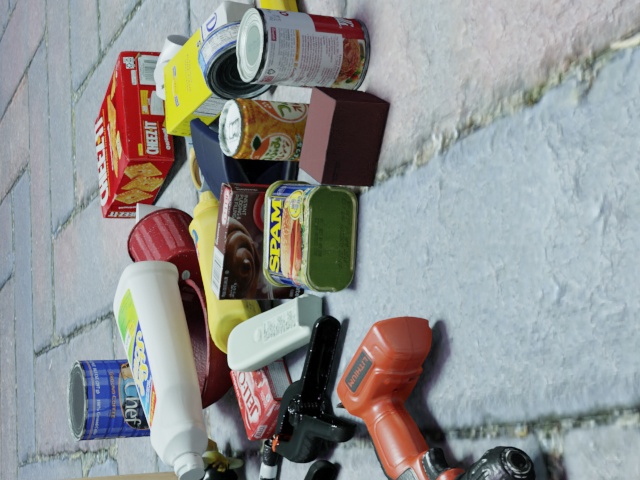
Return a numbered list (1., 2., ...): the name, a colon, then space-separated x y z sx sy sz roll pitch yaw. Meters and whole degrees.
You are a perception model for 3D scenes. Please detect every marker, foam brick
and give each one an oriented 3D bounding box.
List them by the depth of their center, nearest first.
1. foam brick: 0.019 -0.091 0.934 0.051 0.052 0.078 -136 53 -57
2. marker: -0.058 0.261 1.116 0.020 0.020 0.121 -140 56 -59

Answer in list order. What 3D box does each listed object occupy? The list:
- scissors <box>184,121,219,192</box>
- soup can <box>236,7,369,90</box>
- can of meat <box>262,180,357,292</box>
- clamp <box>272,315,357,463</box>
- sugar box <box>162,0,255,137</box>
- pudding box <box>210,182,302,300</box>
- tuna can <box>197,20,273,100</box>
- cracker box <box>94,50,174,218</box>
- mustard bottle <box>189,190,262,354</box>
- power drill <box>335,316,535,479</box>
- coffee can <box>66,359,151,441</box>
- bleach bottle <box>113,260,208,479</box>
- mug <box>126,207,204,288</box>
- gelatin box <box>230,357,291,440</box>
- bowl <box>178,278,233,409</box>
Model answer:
1. scissors: -0.159 -0.148 1.351 0.096 0.016 0.202 -60 38 42
2. soup can: -0.017 -0.170 0.955 0.069 0.102 0.068 -179 90 -65
3. can of meat: -0.009 -0.004 0.986 0.084 0.057 0.102 9 97 61
4. clamp: -0.009 0.148 1.000 0.172 0.039 0.120 131 145 -56
5. sugar box: -0.129 -0.196 1.240 0.177 0.048 0.093 -34 58 55
6. pudding box: -0.057 0.001 1.046 0.039 0.089 0.113 -137 52 -60
7. tuna can: -0.083 -0.186 1.112 0.086 0.086 0.034 -62 38 43
8. cracker box: -0.264 -0.142 1.492 0.214 0.072 0.164 135 131 -61
9. mustard bottle: -0.107 0.024 1.171 0.096 0.058 0.191 74 180 -56
10. power drill: 0.079 0.151 0.791 0.185 0.057 0.188 117 144 -42
11. coffee can: -0.245 0.202 1.369 0.103 0.140 0.103 -179 90 -65
12. bleach bottle: -0.170 0.147 1.178 0.103 0.068 0.251 -64 37 41
13. mug: -0.191 0.027 1.305 0.082 0.117 0.093 53 174 46
14. gelatin box: -0.062 0.152 1.113 0.073 0.030 0.089 -60 37 40
15. bowl: -0.133 0.125 1.237 0.162 0.055 0.162 -179 90 -64
